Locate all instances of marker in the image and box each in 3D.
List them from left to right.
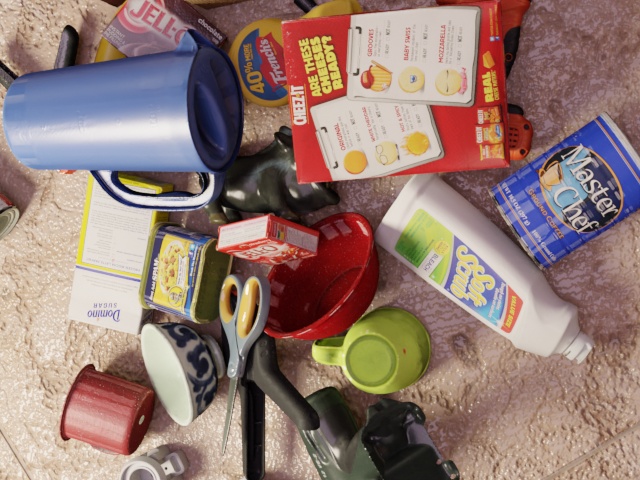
[{"bbox_3d":[0.013,-0.231,1.177,0.020,0.020,0.121,-45,82,12],"label":"marker"}]

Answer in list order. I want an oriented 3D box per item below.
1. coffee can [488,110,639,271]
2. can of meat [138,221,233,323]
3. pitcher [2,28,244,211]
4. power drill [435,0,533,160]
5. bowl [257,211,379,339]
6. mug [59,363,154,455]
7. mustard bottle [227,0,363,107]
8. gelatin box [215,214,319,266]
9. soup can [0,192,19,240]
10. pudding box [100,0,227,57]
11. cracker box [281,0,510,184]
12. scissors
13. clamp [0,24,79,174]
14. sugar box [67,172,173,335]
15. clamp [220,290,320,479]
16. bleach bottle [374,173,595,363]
[{"bbox_3d":[0.257,-0.049,1.080,0.140,0.102,0.103,-34,84,13],"label":"coffee can"},{"bbox_3d":[-0.150,0.037,1.197,0.084,0.057,0.102,14,96,34],"label":"can of meat"},{"bbox_3d":[-0.212,-0.124,1.147,0.243,0.145,0.149,-1,60,22],"label":"pitcher"},{"bbox_3d":[0.142,-0.184,1.128,0.184,0.057,0.188,9,97,10],"label":"power drill"},{"bbox_3d":[0.009,0.049,1.144,0.162,0.162,0.055,-42,121,12],"label":"bowl"},{"bbox_3d":[-0.244,0.207,1.233,0.081,0.093,0.117,16,127,8],"label":"mug"},{"bbox_3d":[-0.041,-0.196,1.163,0.192,0.058,0.096,-9,100,25],"label":"mustard bottle"},{"bbox_3d":[-0.058,0.001,1.152,0.089,0.073,0.030,-13,65,45],"label":"gelatin box"},{"bbox_3d":[-0.418,-0.046,1.269,0.102,0.068,0.068,41,101,9],"label":"soup can"},{"bbox_3d":[-0.174,-0.229,1.195,0.113,0.039,0.090,39,94,-10],"label":"pudding box"},{"bbox_3d":[0.078,-0.149,1.068,0.214,0.072,0.164,-4,100,8],"label":"cracker box"},{"bbox_3d":[-0.099,0.124,1.165,0.096,0.016,0.202,40,117,50],"label":"scissors"},{"bbox_3d":[-0.312,-0.165,1.253,0.120,0.039,0.171,-25,92,18],"label":"clamp"},{"bbox_3d":[-0.232,0.013,1.237,0.093,0.048,0.176,12,99,14],"label":"sugar box"},{"bbox_3d":[-0.073,0.155,1.178,0.165,0.036,0.210,-57,47,43],"label":"clamp"},{"bbox_3d":[0.180,0.035,1.115,0.251,0.068,0.103,38,130,8],"label":"bleach bottle"}]
